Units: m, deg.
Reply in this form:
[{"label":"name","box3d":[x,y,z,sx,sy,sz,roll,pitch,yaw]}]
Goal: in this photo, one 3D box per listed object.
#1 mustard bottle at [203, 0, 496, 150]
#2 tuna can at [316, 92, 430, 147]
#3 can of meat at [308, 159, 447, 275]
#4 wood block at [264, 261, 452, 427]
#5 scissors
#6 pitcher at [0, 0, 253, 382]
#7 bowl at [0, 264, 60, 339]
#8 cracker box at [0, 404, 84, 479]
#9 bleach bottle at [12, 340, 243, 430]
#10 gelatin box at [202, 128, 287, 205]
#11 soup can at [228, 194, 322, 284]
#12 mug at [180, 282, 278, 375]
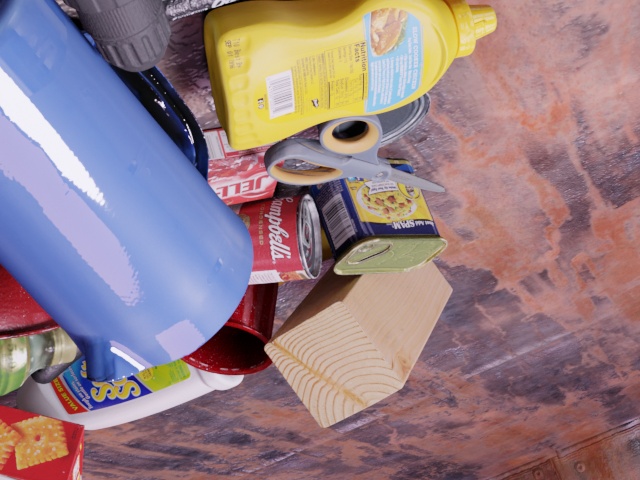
[{"label":"mustard bottle","box3d":[0.024,-0.123,0.693,0.191,0.058,0.096,-15,136,-11]},{"label":"tuna can","box3d":[0.035,-0.101,0.785,0.086,0.034,0.086,-16,156,-8]},{"label":"can of meat","box3d":[0.047,-0.021,0.904,0.101,0.084,0.058,-1,151,-37]},{"label":"wood block","box3d":[0.041,0.069,0.967,0.090,0.091,0.205,-32,-173,26]},{"label":"scissors","box3d":[0.049,-0.065,0.808,0.201,0.016,0.096,0,150,-38]},{"label":"pitcher","box3d":[-0.144,-0.048,0.610,0.145,0.149,0.242,-34,136,-2]},{"label":"bowl","box3d":[-0.259,0.032,0.768,0.162,0.055,0.162,0,-172,0]},{"label":"cracker box","box3d":[-0.334,0.202,1.009,0.213,0.072,0.164,16,149,-4]},{"label":"bleach bottle","box3d":[-0.204,0.142,1.044,0.251,0.102,0.068,-27,166,18]},{"label":"gelatin box","box3d":[-0.074,-0.054,0.808,0.089,0.030,0.073,-11,155,-19]},{"label":"soup can","box3d":[-0.056,0.001,0.864,0.102,0.068,0.068,-5,159,14]},{"label":"mug","box3d":[-0.087,0.056,0.941,0.093,0.081,0.117,-13,140,26]}]
